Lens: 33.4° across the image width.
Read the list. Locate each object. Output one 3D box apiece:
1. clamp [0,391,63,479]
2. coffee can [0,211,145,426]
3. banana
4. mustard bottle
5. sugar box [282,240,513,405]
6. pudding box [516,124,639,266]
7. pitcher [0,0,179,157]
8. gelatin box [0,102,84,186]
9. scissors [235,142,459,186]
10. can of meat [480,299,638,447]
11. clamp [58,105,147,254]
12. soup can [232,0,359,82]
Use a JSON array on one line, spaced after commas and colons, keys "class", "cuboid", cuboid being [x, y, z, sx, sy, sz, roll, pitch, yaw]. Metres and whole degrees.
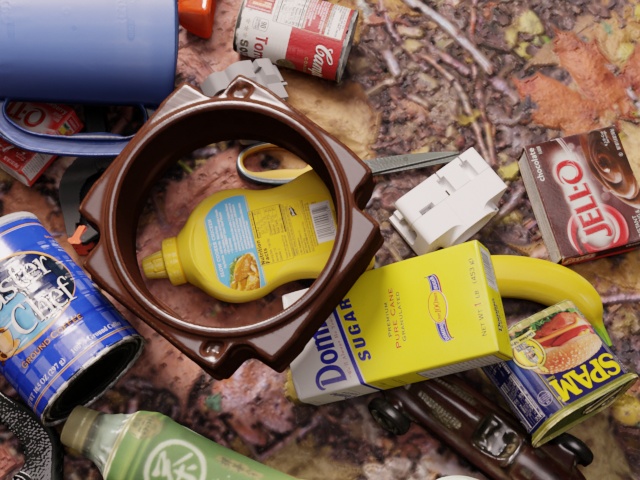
[{"class": "clamp", "cuboid": [-0.244, 0.208, 0.828, 0.164, 0.036, 0.210, -30, 73, -16]}, {"class": "coffee can", "cuboid": [-0.223, 0.062, 0.849, 0.102, 0.103, 0.140, -41, 78, -17]}, {"class": "banana", "cuboid": [0.160, 0.045, 0.921, 0.198, 0.037, 0.069, 9, 69, -1]}, {"class": "mustard bottle", "cuboid": [-0.056, 0.001, 0.900, 0.191, 0.058, 0.096, -14, 86, -1]}, {"class": "sugar box", "cuboid": [0.058, 0.068, 0.855, 0.176, 0.048, 0.093, -17, 68, 21]}, {"class": "pudding box", "cuboid": [0.236, -0.039, 0.956, 0.090, 0.039, 0.113, -14, 72, -9]}, {"class": "pitcher", "cuboid": [-0.236, -0.161, 0.867, 0.242, 0.145, 0.149, -2, 45, -11]}, {"class": "gelatin box", "cuboid": [-0.263, -0.098, 0.930, 0.089, 0.030, 0.073, 30, 72, 26]}, {"class": "scissors", "cuboid": [0.023, -0.046, 0.954, 0.201, 0.016, 0.096, 6, 72, -2]}, {"class": "can of meat", "cuboid": [0.188, 0.105, 0.858, 0.101, 0.057, 0.084, -20, 62, -30]}, {"class": "clamp", "cuboid": [-0.169, -0.067, 0.931, 0.120, 0.039, 0.171, 5, 71, 15]}, {"class": "soup can", "cuboid": [-0.022, -0.191, 0.976, 0.102, 0.068, 0.068, 16, 69, 2]}]
